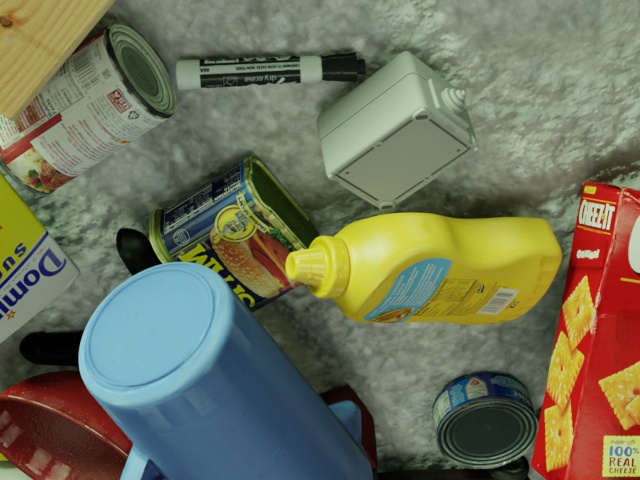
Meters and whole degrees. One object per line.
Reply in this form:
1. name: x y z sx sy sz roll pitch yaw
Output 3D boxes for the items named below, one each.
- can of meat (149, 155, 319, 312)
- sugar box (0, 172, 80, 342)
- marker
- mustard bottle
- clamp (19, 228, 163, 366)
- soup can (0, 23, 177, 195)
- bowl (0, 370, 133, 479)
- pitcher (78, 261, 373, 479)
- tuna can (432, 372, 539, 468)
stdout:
1. can of meat: -0.055 0.001 0.745 0.084 0.057 0.102 -30 125 16
2. sugar box: -0.229 0.000 0.682 0.093 0.048 0.176 -41 148 -11
3. marker: -0.031 -0.109 0.683 0.121 0.020 0.020 -3 129 -2
4. mustard bottle: 0.065 0.020 0.732 0.191 0.058 0.096 2 145 -28
5. clamp: -0.114 0.083 0.818 0.209 0.036 0.165 34 129 -30
6. soup can: -0.149 -0.082 0.666 0.102 0.068 0.068 -29 125 18
7. bowl: -0.179 0.149 0.816 0.162 0.055 0.162 19 143 15
8. pitcher: -0.069 0.133 0.735 0.145 0.149 0.242 -13 137 17
9. tuna can: 0.137 0.150 0.890 0.086 0.034 0.086 -2 128 -2
